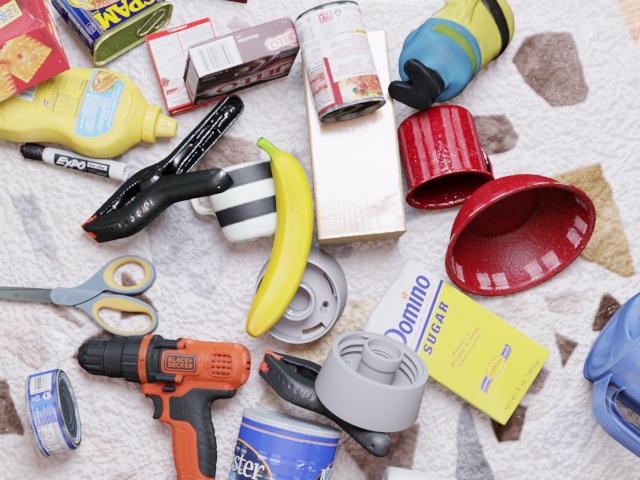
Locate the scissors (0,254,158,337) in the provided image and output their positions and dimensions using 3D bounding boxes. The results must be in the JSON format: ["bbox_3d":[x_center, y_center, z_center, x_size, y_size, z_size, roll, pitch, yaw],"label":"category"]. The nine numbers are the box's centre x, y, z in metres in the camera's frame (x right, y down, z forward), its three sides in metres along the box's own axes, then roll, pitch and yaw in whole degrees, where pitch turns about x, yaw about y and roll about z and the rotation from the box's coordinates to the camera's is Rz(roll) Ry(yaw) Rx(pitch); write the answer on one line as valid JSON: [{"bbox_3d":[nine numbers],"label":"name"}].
[{"bbox_3d":[-0.263,0.043,1.135,0.202,0.016,0.096,19,84,1],"label":"scissors"}]

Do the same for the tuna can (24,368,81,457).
[{"bbox_3d":[-0.272,0.175,1.089,0.033,0.086,0.086,-14,85,-3],"label":"tuna can"}]

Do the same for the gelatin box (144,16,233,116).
[{"bbox_3d":[-0.140,-0.186,1.148,0.073,0.030,0.089,-18,85,-3],"label":"gelatin box"}]

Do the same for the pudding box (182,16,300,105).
[{"bbox_3d":[-0.081,-0.183,1.090,0.113,0.090,0.039,-18,82,-13],"label":"pudding box"}]

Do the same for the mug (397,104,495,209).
[{"bbox_3d":[0.135,-0.086,1.110,0.117,0.093,0.081,6,64,-36],"label":"mug"}]

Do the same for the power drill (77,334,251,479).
[{"bbox_3d":[-0.166,0.191,1.097,0.184,0.057,0.187,2,87,12],"label":"power drill"}]

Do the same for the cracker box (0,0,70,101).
[{"bbox_3d":[-0.379,-0.200,1.091,0.213,0.072,0.164,-24,49,-2],"label":"cracker box"}]

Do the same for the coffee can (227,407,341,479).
[{"bbox_3d":[-0.044,0.248,1.072,0.103,0.103,0.140,13,85,1],"label":"coffee can"}]

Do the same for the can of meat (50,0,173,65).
[{"bbox_3d":[-0.222,-0.249,1.132,0.102,0.057,0.084,-36,82,-23],"label":"can of meat"}]

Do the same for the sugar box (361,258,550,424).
[{"bbox_3d":[0.139,0.104,1.112,0.176,0.048,0.093,33,86,2],"label":"sugar box"}]

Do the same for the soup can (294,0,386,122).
[{"bbox_3d":[0.018,-0.173,1.036,0.068,0.068,0.102,-15,85,-1],"label":"soup can"}]

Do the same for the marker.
[{"bbox_3d":[-0.263,-0.085,1.137,0.121,0.020,0.020,13,85,10],"label":"marker"}]

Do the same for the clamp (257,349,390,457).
[{"bbox_3d":[0.012,0.163,1.077,0.171,0.120,0.039,21,99,6],"label":"clamp"}]

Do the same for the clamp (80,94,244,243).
[{"bbox_3d":[-0.160,-0.064,1.102,0.210,0.164,0.036,-28,120,27],"label":"clamp"}]

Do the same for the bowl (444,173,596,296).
[{"bbox_3d":[0.195,-0.016,1.090,0.162,0.162,0.055,-18,48,-1],"label":"bowl"}]

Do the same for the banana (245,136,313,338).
[{"bbox_3d":[-0.040,-0.002,1.064,0.069,0.037,0.198,1,93,-25],"label":"banana"}]

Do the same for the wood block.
[{"bbox_3d":[0.033,-0.104,1.110,0.091,0.090,0.206,-6,85,0],"label":"wood block"}]

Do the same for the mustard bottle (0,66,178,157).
[{"bbox_3d":[-0.245,-0.138,1.128,0.191,0.058,0.096,12,66,1],"label":"mustard bottle"}]
